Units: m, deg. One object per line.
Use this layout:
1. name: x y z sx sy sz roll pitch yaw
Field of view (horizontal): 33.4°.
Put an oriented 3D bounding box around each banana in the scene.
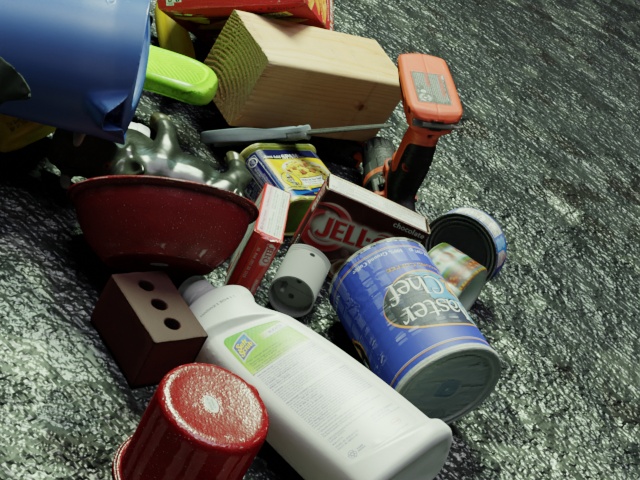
1. banana: -0.170 -0.223 1.227 0.069 0.037 0.198 53 13 -45

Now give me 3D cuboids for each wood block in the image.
1. wood block: -0.016 -0.176 1.172 0.205 0.091 0.090 3 44 -42

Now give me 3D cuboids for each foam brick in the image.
1. foam brick: -0.134 0.068 0.834 0.052 0.051 0.078 -4 44 -43

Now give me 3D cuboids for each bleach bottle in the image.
1. bleach bottle: -0.021 0.107 0.837 0.102 0.068 0.251 -28 53 -32

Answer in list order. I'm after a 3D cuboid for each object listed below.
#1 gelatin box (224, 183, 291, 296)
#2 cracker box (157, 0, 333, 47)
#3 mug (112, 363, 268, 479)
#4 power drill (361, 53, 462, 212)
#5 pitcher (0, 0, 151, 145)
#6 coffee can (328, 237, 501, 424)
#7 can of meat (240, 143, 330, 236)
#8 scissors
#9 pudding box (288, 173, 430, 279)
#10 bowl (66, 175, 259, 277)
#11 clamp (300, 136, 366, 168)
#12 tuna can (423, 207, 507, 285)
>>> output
1. gelatin box: -0.056 0.001 0.973 0.030 0.073 0.089 23 31 -11
2. cracker box: -0.079 -0.274 1.221 0.164 0.072 0.213 -1 -1 9
3. mug: -0.080 0.137 0.747 0.093 0.082 0.117 39 32 17
4. power drill: 0.089 -0.099 1.124 0.057 0.188 0.184 2 43 -13
5. pitcher: -0.266 -0.174 0.901 0.242 0.145 0.149 11 -2 -11
6. coffee can: 0.080 0.081 0.939 0.102 0.103 0.140 5 38 -34
7. can of meat: -0.028 -0.051 1.091 0.101 0.058 0.084 -4 45 -42
8. scissors: -0.037 -0.109 1.081 0.202 0.016 0.096 -2 3 34
9. pudding box: 0.037 -0.002 1.038 0.113 0.090 0.039 22 31 -12
10. bowl: -0.133 -0.005 0.887 0.161 0.162 0.055 11 74 -27
11. clamp: -0.039 -0.153 1.246 0.210 0.036 0.164 38 25 10
12. tuna can: 0.151 0.009 1.118 0.086 0.086 0.033 39 31 16
